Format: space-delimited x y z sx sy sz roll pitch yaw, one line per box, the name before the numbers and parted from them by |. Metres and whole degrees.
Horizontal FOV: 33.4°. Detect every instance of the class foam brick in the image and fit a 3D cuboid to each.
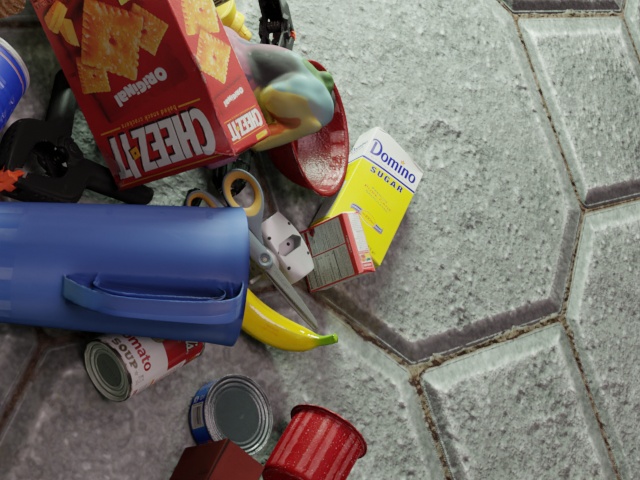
foam brick | -0.105 0.234 1.050 0.051 0.078 0.053 43 53 -21

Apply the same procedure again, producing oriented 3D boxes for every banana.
banana | -0.074 0.064 1.154 0.197 0.070 0.037 39 21 -14

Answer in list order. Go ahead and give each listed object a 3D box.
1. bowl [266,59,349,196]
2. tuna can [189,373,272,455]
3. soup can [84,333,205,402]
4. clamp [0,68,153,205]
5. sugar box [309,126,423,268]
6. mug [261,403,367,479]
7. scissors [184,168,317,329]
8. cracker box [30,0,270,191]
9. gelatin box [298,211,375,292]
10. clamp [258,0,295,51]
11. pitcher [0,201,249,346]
bowl | -0.023 -0.128 1.257 0.162 0.055 0.162 23 64 -61
tuna can | -0.093 0.184 1.109 0.086 0.034 0.086 17 63 -36
soup can | -0.172 0.107 1.049 0.102 0.069 0.068 -30 93 -43
clamp | -0.256 -0.091 1.041 0.164 0.036 0.209 61 25 0
sugar box | 0.061 -0.053 1.330 0.093 0.048 0.176 43 51 -20
mug | -0.007 0.241 1.134 0.081 0.093 0.117 -56 148 -34
scissors | -0.058 0.001 1.168 0.201 0.016 0.096 38 72 -13
cracker box | -0.165 -0.168 1.015 0.072 0.164 0.213 -38 110 -50
gelatin box | 0.016 0.014 1.233 0.030 0.089 0.073 -7 78 -44
clamp | -0.055 -0.260 1.248 0.171 0.039 0.120 -71 165 -77
pitcher | -0.187 0.029 0.972 0.242 0.149 0.145 4 63 -15
